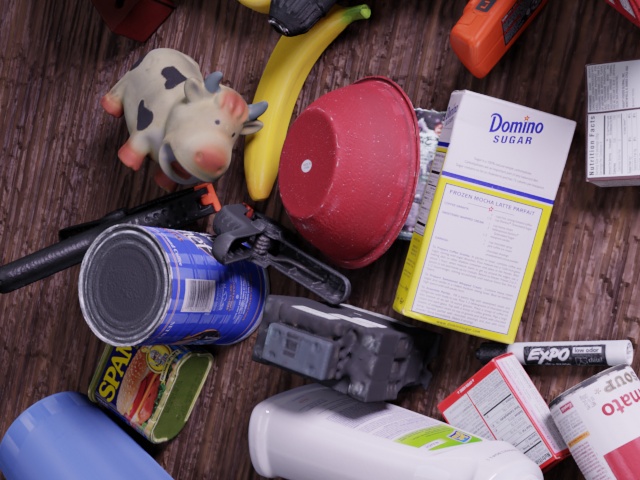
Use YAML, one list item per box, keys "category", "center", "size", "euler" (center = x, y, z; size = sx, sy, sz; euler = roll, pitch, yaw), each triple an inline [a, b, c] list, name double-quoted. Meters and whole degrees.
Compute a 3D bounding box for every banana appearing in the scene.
- category: "banana"
  center: [-0.028, -0.132, 0.941]
  size: [0.198, 0.037, 0.070]
  euler: [-61, 39, 18]

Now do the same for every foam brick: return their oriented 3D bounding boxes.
- category: "foam brick"
  center: [-0.190, -0.243, 1.051]
  size: [0.053, 0.051, 0.078]
  euler: [-44, 65, 21]

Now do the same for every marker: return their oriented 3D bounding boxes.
- category: "marker"
  center: [0.175, 0.086, 0.812]
  size: [0.121, 0.020, 0.020]
  euler: [-4, 84, 32]

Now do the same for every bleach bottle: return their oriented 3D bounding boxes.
- category: "bleach bottle"
  center: [0.063, 0.167, 0.800]
  size: [0.251, 0.102, 0.068]
  euler: [9, 107, 46]

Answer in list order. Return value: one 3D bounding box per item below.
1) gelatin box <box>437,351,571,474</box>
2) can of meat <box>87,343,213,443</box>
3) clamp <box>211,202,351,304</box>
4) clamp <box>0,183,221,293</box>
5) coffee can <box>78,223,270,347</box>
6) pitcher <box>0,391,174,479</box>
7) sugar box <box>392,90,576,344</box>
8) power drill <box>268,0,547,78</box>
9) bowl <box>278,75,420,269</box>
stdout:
- category: "gelatin box"
  center: [0.141, 0.142, 0.813]
  size: [0.073, 0.030, 0.089]
  euler: [-49, 63, 39]
- category: "can of meat"
  center: [-0.158, 0.127, 0.999]
  size: [0.084, 0.057, 0.102]
  euler: [30, 103, 28]
- category: "clamp"
  center: [-0.056, 0.001, 0.900]
  size: [0.039, 0.120, 0.172]
  euler: [-61, 31, 4]
- category: "clamp"
  center: [-0.194, -0.006, 0.991]
  size: [0.210, 0.164, 0.036]
  euler: [-17, 102, 21]
- category: "coffee can"
  center: [-0.125, 0.041, 0.934]
  size: [0.103, 0.140, 0.103]
  euler: [-3, 85, 32]
- category: "pitcher"
  center: [-0.189, 0.258, 0.976]
  size: [0.243, 0.144, 0.149]
  euler: [40, 95, 32]
- category: "sugar box"
  center: [0.123, -0.018, 0.814]
  size: [0.093, 0.048, 0.176]
  euler: [15, 93, -9]
- category: "power drill"
  center: [0.072, -0.205, 0.849]
  size: [0.188, 0.057, 0.184]
  euler: [36, 82, 26]
- category: "bowl"
  center: [0.011, -0.059, 0.871]
  size: [0.162, 0.055, 0.162]
  euler: [-18, 69, 55]
